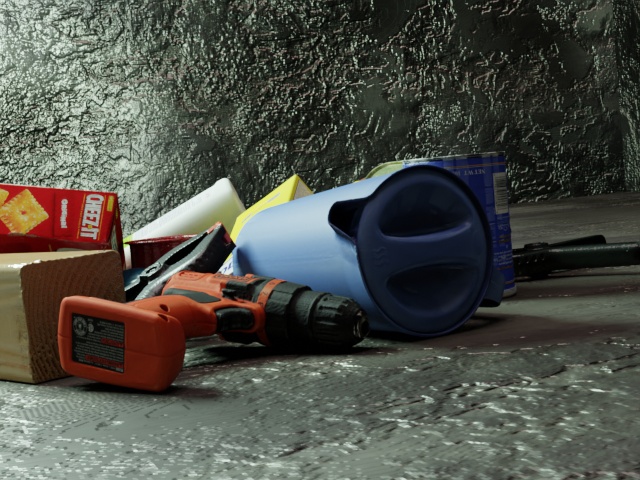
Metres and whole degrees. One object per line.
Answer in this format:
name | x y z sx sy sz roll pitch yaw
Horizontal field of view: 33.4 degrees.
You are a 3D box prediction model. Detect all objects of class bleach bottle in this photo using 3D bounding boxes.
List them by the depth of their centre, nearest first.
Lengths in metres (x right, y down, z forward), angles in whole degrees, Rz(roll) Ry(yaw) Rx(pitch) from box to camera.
bleach bottle | -0.206 0.013 1.278 0.251 0.068 0.102 -28 11 -1

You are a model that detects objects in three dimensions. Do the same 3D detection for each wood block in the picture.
wood block | -0.254 0.058 0.867 0.207 0.090 0.090 -2 6 44

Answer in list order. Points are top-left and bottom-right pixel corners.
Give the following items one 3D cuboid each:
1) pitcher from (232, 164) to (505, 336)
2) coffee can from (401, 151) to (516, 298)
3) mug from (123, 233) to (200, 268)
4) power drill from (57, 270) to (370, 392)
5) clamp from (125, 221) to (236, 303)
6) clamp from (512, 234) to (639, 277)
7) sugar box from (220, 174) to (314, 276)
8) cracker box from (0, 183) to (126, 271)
pitcher | 0.032 0.018 0.921 0.144 0.149 0.243 -30 12 -29
coffee can | 0.137 -0.014 1.056 0.103 0.140 0.103 -5 3 0
mug | -0.151 0.036 1.160 0.117 0.081 0.093 -6 3 -3
power drill | -0.080 0.063 0.778 0.185 0.057 0.187 4 7 32
clamp | -0.138 0.044 0.926 0.171 0.039 0.120 -39 26 -18
clamp | 0.250 0.021 1.187 0.210 0.036 0.165 -8 3 -8
sugar box | -0.057 0.001 1.126 0.093 0.048 0.176 -36 15 19
cracker box | -0.321 0.010 1.134 0.213 0.072 0.164 6 -30 -3
